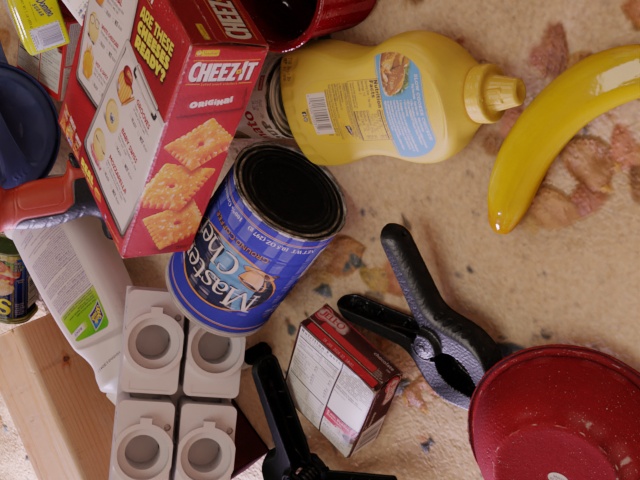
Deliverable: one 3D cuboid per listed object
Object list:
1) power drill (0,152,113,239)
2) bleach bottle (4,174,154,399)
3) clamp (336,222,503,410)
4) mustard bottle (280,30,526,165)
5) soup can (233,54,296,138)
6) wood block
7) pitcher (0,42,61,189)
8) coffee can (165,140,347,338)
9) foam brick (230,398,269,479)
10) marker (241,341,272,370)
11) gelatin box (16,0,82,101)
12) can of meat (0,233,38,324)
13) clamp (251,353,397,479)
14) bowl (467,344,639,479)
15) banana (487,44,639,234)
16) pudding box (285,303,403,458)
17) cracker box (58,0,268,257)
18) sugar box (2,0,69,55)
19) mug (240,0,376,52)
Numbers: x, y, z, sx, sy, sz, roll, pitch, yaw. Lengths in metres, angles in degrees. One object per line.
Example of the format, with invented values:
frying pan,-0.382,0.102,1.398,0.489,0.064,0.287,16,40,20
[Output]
power drill,-0.237,-0.072,0.977,0.057,0.187,0.184,-121,29,-68
bleach bottle,-0.227,0.060,1.049,0.103,0.067,0.251,-44,63,31
clamp,0.089,0.066,0.831,0.172,0.039,0.120,38,146,19
mustard bottle,0.061,-0.104,0.779,0.192,0.058,0.096,3,117,40
soup can,-0.057,-0.117,0.871,0.102,0.068,0.068,5,110,40
wood block,-0.274,0.183,1.161,0.090,0.090,0.206,-22,91,43
pitcher,-0.379,-0.118,1.101,0.243,0.149,0.145,4,142,51
coffee can,-0.056,0.001,0.892,0.103,0.102,0.140,51,132,14
foam brick,-0.100,0.194,1.040,0.078,0.051,0.053,53,133,12
marker,-0.088,0.120,1.023,0.121,0.020,0.020,-26,89,44
gelatin box,-0.263,-0.193,1.047,0.073,0.030,0.089,35,127,28
can of meat,-0.368,0.039,1.192,0.102,0.057,0.084,10,112,6
clamp,-0.005,0.213,0.942,0.165,0.036,0.210,39,143,28
bowl,0.174,0.158,0.762,0.162,0.055,0.162,11,116,23
banana,0.168,-0.074,0.713,0.198,0.037,0.069,-38,80,43
pudding box,0.016,0.121,0.906,0.090,0.039,0.114,42,142,22
cracker box,-0.129,-0.118,0.828,0.164,0.071,0.214,59,140,32
sugar box,-0.287,-0.266,0.981,0.093,0.048,0.176,93,153,-64
mug,-0.019,-0.193,0.798,0.117,0.081,0.093,9,112,38
